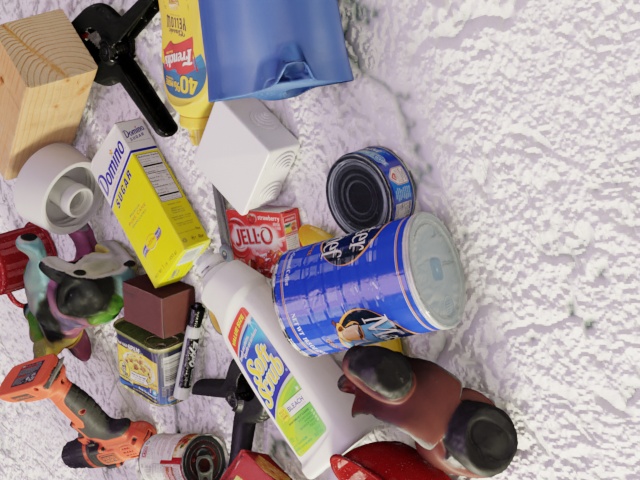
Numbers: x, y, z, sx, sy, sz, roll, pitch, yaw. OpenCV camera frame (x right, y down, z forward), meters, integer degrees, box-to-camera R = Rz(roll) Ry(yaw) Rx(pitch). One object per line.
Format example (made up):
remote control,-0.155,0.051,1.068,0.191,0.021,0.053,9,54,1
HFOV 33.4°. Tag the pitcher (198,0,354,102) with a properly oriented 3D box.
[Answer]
pitcher,-0.055,-0.247,0.960,0.149,0.144,0.243,-4,98,35

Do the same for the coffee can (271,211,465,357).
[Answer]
coffee can,0.043,0.041,0.941,0.141,0.102,0.103,-16,93,31

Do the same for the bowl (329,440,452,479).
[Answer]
bowl,0.085,0.240,1.004,0.162,0.055,0.162,38,160,17

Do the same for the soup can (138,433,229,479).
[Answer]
soup can,-0.169,0.269,1.302,0.102,0.068,0.068,-11,96,48

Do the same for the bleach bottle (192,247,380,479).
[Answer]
bleach bottle,-0.050,0.117,1.100,0.251,0.067,0.103,51,135,11

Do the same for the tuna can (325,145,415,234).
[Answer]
tuna can,0.045,-0.043,0.987,0.086,0.033,0.086,19,117,41

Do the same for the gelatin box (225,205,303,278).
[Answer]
gelatin box,-0.057,0.001,1.113,0.089,0.030,0.073,6,109,45

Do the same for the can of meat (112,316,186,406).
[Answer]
can of meat,-0.205,0.146,1.304,0.102,0.057,0.084,22,121,40

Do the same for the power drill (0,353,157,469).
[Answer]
power drill,-0.328,0.232,1.400,0.185,0.057,0.187,-21,126,38

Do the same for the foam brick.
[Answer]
foam brick,-0.191,0.075,1.266,0.078,0.051,0.053,20,117,41

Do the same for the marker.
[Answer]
marker,-0.154,0.130,1.256,0.020,0.020,0.121,25,111,38

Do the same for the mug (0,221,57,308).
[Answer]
mug,-0.417,0.039,1.467,0.093,0.081,0.117,-21,88,48

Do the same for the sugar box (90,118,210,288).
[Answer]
sugar box,-0.200,-0.044,1.237,0.176,0.048,0.093,57,136,14

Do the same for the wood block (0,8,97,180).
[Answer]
wood block,-0.346,-0.170,1.284,0.091,0.090,0.206,58,147,13

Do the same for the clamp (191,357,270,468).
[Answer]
clamp,-0.084,0.188,1.204,0.172,0.039,0.120,-42,73,50

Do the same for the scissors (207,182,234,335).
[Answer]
scissors,-0.112,0.024,1.191,0.096,0.016,0.202,-18,90,48

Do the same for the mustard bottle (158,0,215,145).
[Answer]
mustard bottle,-0.127,-0.192,1.096,0.096,0.058,0.192,21,119,43

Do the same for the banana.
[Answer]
banana,0.035,0.067,1.035,0.070,0.037,0.198,-28,83,45

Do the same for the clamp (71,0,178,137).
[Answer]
clamp,-0.226,-0.224,1.202,0.210,0.036,0.165,31,126,39
